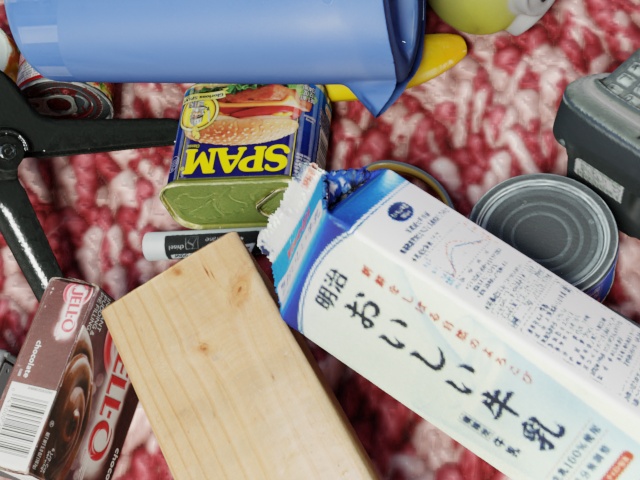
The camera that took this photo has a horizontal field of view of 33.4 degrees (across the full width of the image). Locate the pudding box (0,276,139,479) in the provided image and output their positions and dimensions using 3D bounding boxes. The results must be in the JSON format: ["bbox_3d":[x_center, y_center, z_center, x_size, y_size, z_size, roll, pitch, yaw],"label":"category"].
[{"bbox_3d":[-0.142,0.090,0.622,0.039,0.090,0.113,11,68,22],"label":"pudding box"}]

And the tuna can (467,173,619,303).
[{"bbox_3d":[0.123,0.005,0.600,0.086,0.034,0.086,-4,58,6],"label":"tuna can"}]

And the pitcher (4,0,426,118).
[{"bbox_3d":[-0.061,-0.165,0.642,0.243,0.145,0.149,0,56,16],"label":"pitcher"}]

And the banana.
[{"bbox_3d":[-0.004,-0.124,0.717,0.198,0.037,0.069,14,71,22],"label":"banana"}]

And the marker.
[{"bbox_3d":[-0.054,0.001,0.680,0.121,0.020,0.020,-3,64,15],"label":"marker"}]

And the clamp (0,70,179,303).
[{"bbox_3d":[-0.192,-0.059,0.680,0.210,0.036,0.164,38,68,-16],"label":"clamp"}]

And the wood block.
[{"bbox_3d":[-0.029,0.111,0.577,0.090,0.090,0.206,-31,60,0],"label":"wood block"}]

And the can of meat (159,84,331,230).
[{"bbox_3d":[-0.045,-0.057,0.686,0.102,0.057,0.084,-1,61,15],"label":"can of meat"}]

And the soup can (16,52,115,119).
[{"bbox_3d":[-0.178,-0.135,0.757,0.068,0.068,0.102,-8,62,12],"label":"soup can"}]
